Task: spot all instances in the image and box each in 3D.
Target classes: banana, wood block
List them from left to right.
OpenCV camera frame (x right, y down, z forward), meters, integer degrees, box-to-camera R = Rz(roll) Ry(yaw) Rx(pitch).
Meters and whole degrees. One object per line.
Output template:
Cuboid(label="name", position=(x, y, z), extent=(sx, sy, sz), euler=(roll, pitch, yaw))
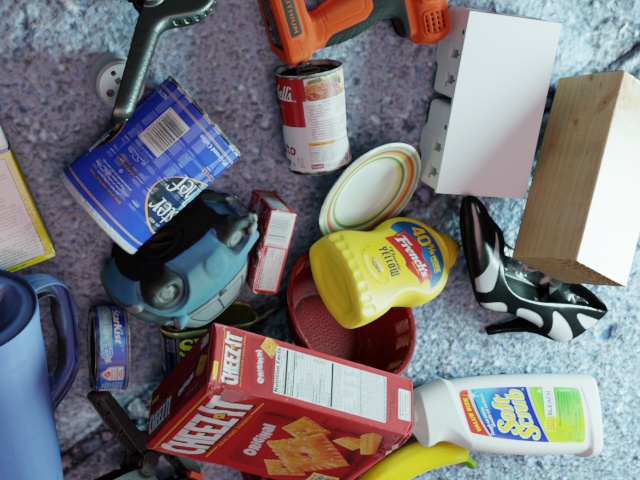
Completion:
Cuboid(label="banana", position=(0.100, 0.272, 1.240), extent=(0.197, 0.037, 0.069), euler=(-18, 107, -21))
Cuboid(label="wood block", position=(0.286, -0.064, 1.127), extent=(0.090, 0.090, 0.206), euler=(23, 78, -34))

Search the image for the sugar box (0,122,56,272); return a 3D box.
Cuboid(label="sugar box", position=(-0.322, -0.051, 0.989), extent=(0.093, 0.048, 0.176), euler=(-21, 111, -9))

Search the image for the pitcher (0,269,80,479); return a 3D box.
Cuboid(label="pitcher", position=(-0.304, 0.150, 1.002), extent=(0.149, 0.145, 0.243), euler=(-2, 126, -1))

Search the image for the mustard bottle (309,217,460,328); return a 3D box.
Cuboid(label="mustard bottle", position=(0.081, 0.025, 1.123), extent=(0.191, 0.058, 0.096), euler=(-14, 73, -42))

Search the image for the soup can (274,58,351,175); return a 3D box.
Cuboid(label="soup can", position=(-0.006, -0.123, 1.061), extent=(0.068, 0.069, 0.102), euler=(-13, 113, -15))

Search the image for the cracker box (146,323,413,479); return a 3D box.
Cuboid(label="cracker box", position=(-0.041, 0.171, 1.039), extent=(0.213, 0.072, 0.164), euler=(18, 141, -21))

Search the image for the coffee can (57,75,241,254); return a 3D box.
Cuboid(label="coffee can", position=(-0.160, -0.071, 1.006), extent=(0.140, 0.103, 0.102), euler=(-42, 116, -2))

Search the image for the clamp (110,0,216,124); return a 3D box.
Cuboid(label="clamp", position=(-0.169, -0.226, 0.965), extent=(0.164, 0.036, 0.209), euler=(44, 70, -3))

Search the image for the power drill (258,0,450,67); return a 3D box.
Cuboid(label="power drill", position=(0.031, -0.260, 1.032), extent=(0.187, 0.057, 0.184), euler=(-20, 113, -12))

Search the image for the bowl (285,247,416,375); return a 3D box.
Cuboid(label="bowl", position=(0.021, 0.085, 1.120), extent=(0.162, 0.162, 0.055), euler=(23, 141, -24))

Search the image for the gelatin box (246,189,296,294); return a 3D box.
Cuboid(label="gelatin box", position=(-0.057, 0.001, 1.083), extent=(0.030, 0.073, 0.089), euler=(9, 106, -21))

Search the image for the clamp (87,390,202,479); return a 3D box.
Cuboid(label="clamp", position=(-0.191, 0.220, 1.112), extent=(0.171, 0.039, 0.120), euler=(17, 82, -50))

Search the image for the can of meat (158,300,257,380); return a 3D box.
Cuboid(label="can of meat", position=(-0.116, 0.116, 1.112), extent=(0.102, 0.057, 0.084), euler=(-7, 113, -16))

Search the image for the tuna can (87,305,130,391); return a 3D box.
Cuboid(label="tuna can", position=(-0.211, 0.106, 1.059), extent=(0.033, 0.086, 0.086), euler=(-1, 108, -17))

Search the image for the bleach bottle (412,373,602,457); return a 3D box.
Cuboid(label="bleach bottle", position=(0.201, 0.208, 1.240), extent=(0.250, 0.068, 0.102), euler=(0, 82, -17))
